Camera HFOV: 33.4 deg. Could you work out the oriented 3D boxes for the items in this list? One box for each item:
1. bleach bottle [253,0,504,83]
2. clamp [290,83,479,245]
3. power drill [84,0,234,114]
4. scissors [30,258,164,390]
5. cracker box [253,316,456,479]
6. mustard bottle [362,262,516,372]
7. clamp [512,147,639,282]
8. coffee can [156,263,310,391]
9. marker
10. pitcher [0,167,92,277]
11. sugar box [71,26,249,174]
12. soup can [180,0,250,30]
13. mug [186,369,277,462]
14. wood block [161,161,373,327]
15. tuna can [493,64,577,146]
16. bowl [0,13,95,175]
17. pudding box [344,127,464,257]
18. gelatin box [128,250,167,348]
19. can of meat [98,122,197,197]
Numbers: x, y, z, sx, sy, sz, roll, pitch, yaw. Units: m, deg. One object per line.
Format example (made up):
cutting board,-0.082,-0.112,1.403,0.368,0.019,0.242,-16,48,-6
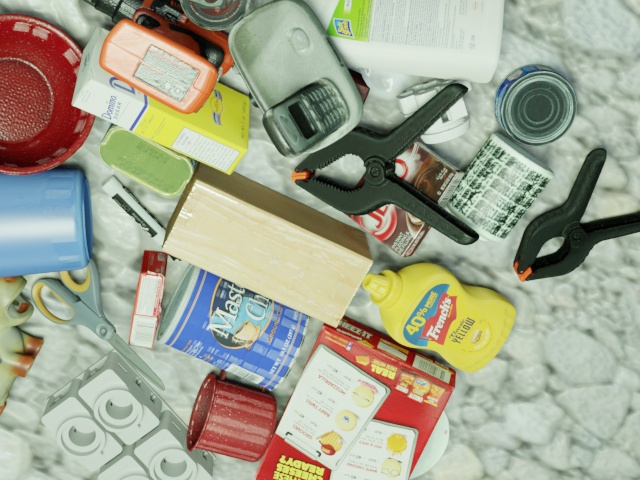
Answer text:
bleach bottle,0.058,-0.226,1.095,0.251,0.068,0.102,7,72,0
clamp,0.070,-0.065,1.123,0.210,0.036,0.164,-9,94,27
power drill,-0.164,-0.199,1.029,0.184,0.187,0.057,26,112,-15
scissors,-0.232,0.077,1.158,0.202,0.016,0.096,24,98,24
cracker box,0.040,0.212,1.235,0.164,0.072,0.214,25,107,4
mustard bottle,0.123,0.077,1.185,0.191,0.058,0.096,25,106,-31
clamp,0.283,-0.022,1.199,0.171,0.039,0.120,-33,107,8
coffee can,-0.096,0.093,1.181,0.140,0.103,0.103,25,106,-12
marker,-0.193,-0.022,1.178,0.020,0.020,0.121,-40,107,10
pitcher,-0.366,-0.029,1.116,0.242,0.145,0.149,-3,122,-7
sugar box,-0.157,-0.142,1.080,0.176,0.093,0.048,25,128,-25
soup can,-0.104,-0.250,1.060,0.068,0.102,0.068,-1,109,-4
mug,-0.098,0.196,1.233,0.081,0.093,0.117,18,71,-15
wood block,-0.058,0.002,1.158,0.206,0.091,0.090,25,106,-12
tuna can,0.233,-0.145,1.155,0.086,0.034,0.086,-1,109,-3
bowl,-0.313,-0.146,1.089,0.161,0.055,0.162,0,90,-24
pudding box,0.089,-0.051,1.156,0.090,0.039,0.113,37,103,19
gelatin box,-0.189,0.064,1.180,0.030,0.073,0.089,10,108,-8
can of meat,-0.175,-0.099,1.113,0.102,0.084,0.058,29,117,-13
